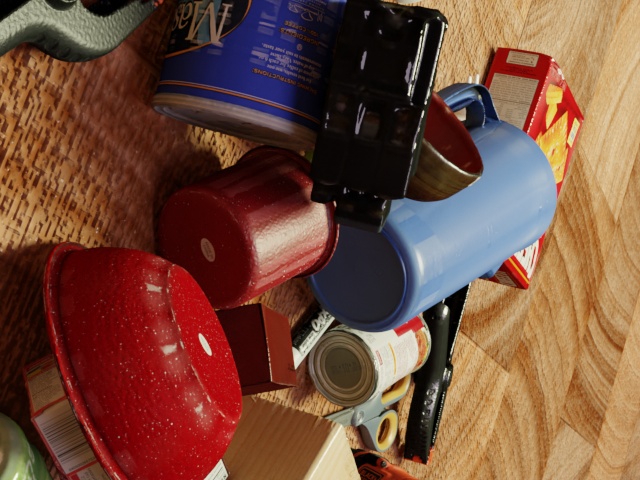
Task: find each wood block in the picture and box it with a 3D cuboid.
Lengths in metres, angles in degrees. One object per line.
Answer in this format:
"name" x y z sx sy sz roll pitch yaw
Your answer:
"wood block" -0.061 0.221 0.751 0.205 0.091 0.090 -55 144 -34

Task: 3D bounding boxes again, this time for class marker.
"marker" 0.000 0.065 0.871 0.121 0.020 0.020 -49 141 -42

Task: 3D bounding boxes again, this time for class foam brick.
"foam brick" -0.051 0.075 0.712 0.078 0.051 0.053 45 36 -74

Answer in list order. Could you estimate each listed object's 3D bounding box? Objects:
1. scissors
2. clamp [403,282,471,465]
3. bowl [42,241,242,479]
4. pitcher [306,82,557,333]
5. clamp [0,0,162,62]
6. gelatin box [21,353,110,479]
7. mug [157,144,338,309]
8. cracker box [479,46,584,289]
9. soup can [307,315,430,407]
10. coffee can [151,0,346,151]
"scissors" 0.034 0.176 0.986 0.201 0.016 0.096 -29 126 -54
"clamp" 0.113 0.132 1.077 0.164 0.036 0.210 -21 123 -72
"bowl" -0.086 0.065 0.580 0.162 0.055 0.162 -23 90 -83
"pitcher" 0.091 -0.024 0.897 0.242 0.149 0.145 -29 167 -51
"clamp" -0.139 -0.117 0.513 0.171 0.039 0.120 7 96 -58
"gelatin box" -0.127 0.111 0.573 0.030 0.073 0.089 -27 111 -11
"mug" -0.054 0.001 0.686 0.081 0.093 0.117 -28 162 -49
"cracker box" 0.209 -0.073 1.141 0.164 0.072 0.213 38 69 -59
"soup can" 0.042 0.096 0.912 0.102 0.069 0.068 -19 118 -57
"coffee can" -0.034 -0.134 0.633 0.102 0.103 0.140 16 87 -62
